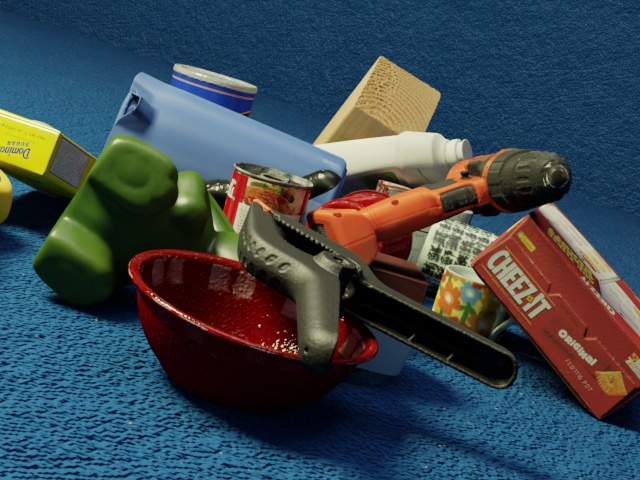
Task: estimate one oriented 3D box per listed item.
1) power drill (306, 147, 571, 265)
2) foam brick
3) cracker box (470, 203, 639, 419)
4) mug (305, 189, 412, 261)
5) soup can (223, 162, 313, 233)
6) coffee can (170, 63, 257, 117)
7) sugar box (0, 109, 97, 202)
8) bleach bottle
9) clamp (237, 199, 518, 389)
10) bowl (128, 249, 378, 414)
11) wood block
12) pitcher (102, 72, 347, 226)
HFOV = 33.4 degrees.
[{"bbox_3d":[0.093,-0.025,0.868,0.187,0.057,0.185,-18,3,-13],"label":"power drill"},{"bbox_3d":[0.058,0.045,0.934,0.053,0.051,0.078,16,11,-7],"label":"foam brick"},{"bbox_3d":[0.219,0.052,0.931,0.164,0.072,0.213,50,17,7],"label":"cracker box"},{"bbox_3d":[0.044,-0.004,1.012,0.117,0.093,0.081,-17,-1,21],"label":"mug"},{"bbox_3d":[-0.051,-0.007,0.893,0.068,0.102,0.068,15,11,-3],"label":"soup can"},{"bbox_3d":[-0.144,-0.131,1.286,0.103,0.140,0.103,16,11,-3],"label":"coffee can"},{"bbox_3d":[-0.245,-0.068,0.950,0.093,0.048,0.176,19,-9,12],"label":"sugar box"},{"bbox_3d":[0.057,-0.079,1.224,0.251,0.068,0.102,-7,-21,31],"label":"bleach bottle"},{"bbox_3d":[0.003,0.030,0.659,0.164,0.036,0.210,8,21,-47],"label":"clamp"},{"bbox_3d":[-0.048,0.062,0.662,0.162,0.055,0.162,19,13,-5],"label":"bowl"},{"bbox_3d":[0.052,-0.119,1.317,0.090,0.090,0.206,31,-35,-8],"label":"wood block"},{"bbox_3d":[-0.102,-0.071,1.128,0.243,0.145,0.149,20,23,-1],"label":"pitcher"}]
